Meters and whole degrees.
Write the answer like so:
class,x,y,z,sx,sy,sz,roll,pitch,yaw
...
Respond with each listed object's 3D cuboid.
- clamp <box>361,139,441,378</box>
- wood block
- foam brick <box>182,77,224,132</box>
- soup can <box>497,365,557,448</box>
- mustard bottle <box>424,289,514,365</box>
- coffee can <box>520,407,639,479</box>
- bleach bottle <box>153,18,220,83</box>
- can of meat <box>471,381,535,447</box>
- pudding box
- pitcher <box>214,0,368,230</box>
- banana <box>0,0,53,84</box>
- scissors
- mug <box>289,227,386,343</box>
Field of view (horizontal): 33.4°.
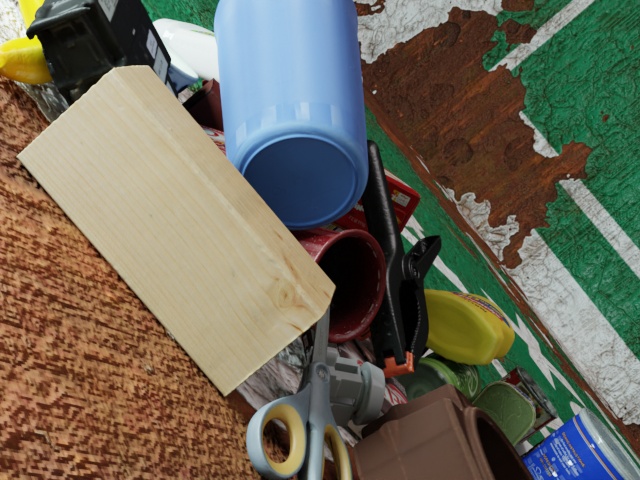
class,x,y,z,sx,sy,sz,roll,pitch,yaw
clamp,0.074,0.033,0.962,0.164,0.036,0.210,43,38,-48
wood block,-0.092,-0.011,0.723,0.206,0.091,0.090,49,11,-4
foam brick,-0.110,-0.102,0.976,0.051,0.078,0.053,49,12,-16
soup can,0.190,0.190,1.131,0.068,0.102,0.068,47,12,-14
mustard bottle,0.151,0.086,1.096,0.096,0.058,0.191,28,6,17
coffee can,0.228,0.241,1.013,0.102,0.140,0.103,47,12,-13
bleach bottle,-0.088,-0.184,1.125,0.251,0.068,0.102,22,10,24
can of meat,0.164,0.186,1.042,0.057,0.102,0.084,41,5,15
pudding box,0.034,0.126,0.898,0.113,0.039,0.090,45,13,-24
pitcher,-0.019,-0.115,0.906,0.149,0.145,0.243,16,38,-18
banana,-0.224,-0.158,0.836,0.069,0.037,0.198,22,22,-26
scissors,-0.016,0.094,0.728,0.096,0.016,0.202,28,41,-39
mug,-0.014,0.035,0.868,0.082,0.117,0.093,14,-52,43
